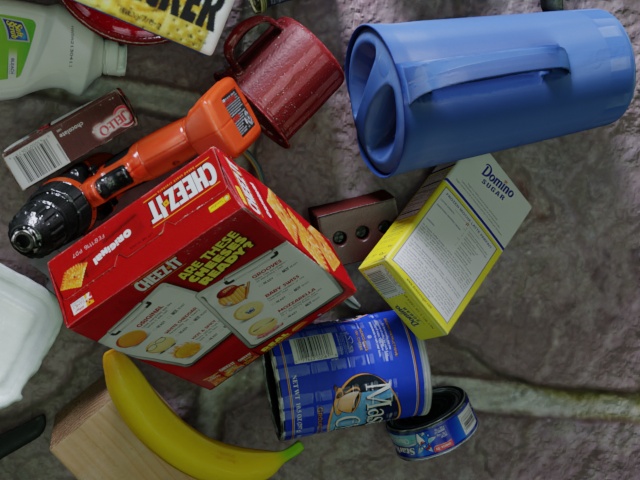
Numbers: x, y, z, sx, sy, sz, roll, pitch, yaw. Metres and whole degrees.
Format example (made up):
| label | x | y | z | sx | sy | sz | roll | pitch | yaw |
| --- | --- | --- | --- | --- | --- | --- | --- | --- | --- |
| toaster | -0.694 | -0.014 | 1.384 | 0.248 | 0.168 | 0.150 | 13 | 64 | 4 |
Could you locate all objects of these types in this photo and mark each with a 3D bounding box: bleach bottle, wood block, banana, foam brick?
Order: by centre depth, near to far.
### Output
| label | x | y | z | sx | sy | sz | roll | pitch | yaw |
| --- | --- | --- | --- | --- | --- | --- | --- | --- | --- |
| bleach bottle | -0.291 | -0.155 | 0.901 | 0.250 | 0.068 | 0.102 | 3 | 100 | -14 |
| banana | -0.112 | 0.164 | 0.919 | 0.197 | 0.037 | 0.069 | 30 | 76 | -19 |
| wood block | -0.145 | 0.221 | 0.984 | 0.090 | 0.091 | 0.206 | -40 | 105 | -2 |
| foam brick | 0.034 | -0.011 | 0.996 | 0.078 | 0.051 | 0.053 | -14 | 103 | -8 |

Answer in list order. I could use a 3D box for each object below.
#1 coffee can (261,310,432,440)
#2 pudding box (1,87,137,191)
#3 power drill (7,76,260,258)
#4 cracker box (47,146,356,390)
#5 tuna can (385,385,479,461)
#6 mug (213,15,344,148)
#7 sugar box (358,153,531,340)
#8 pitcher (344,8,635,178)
| label | x | y | z | sx | sy | sz | roll | pitch | yaw |
| --- | --- | --- | --- | --- | --- | --- | --- | --- | --- |
| coffee can | 0.022 | 0.123 | 0.992 | 0.140 | 0.103 | 0.103 | -9 | 102 | -9 |
| pudding box | -0.211 | -0.089 | 0.914 | 0.113 | 0.090 | 0.039 | -29 | 102 | -4 |
| power drill | -0.149 | -0.058 | 0.859 | 0.188 | 0.184 | 0.057 | -24 | 106 | 17 |
| cracker box | -0.088 | 0.031 | 0.864 | 0.164 | 0.072 | 0.213 | -34 | 149 | 10 |
| tuna can | 0.107 | 0.175 | 1.027 | 0.086 | 0.086 | 0.034 | -25 | 103 | -6 |
| mug | -0.039 | -0.148 | 0.932 | 0.081 | 0.093 | 0.117 | -46 | 131 | -5 |
| sugar box | 0.117 | -0.004 | 0.976 | 0.093 | 0.048 | 0.176 | 50 | 54 | -15 |
| pitcher | 0.155 | -0.140 | 0.940 | 0.242 | 0.149 | 0.145 | -11 | 133 | -17 |
